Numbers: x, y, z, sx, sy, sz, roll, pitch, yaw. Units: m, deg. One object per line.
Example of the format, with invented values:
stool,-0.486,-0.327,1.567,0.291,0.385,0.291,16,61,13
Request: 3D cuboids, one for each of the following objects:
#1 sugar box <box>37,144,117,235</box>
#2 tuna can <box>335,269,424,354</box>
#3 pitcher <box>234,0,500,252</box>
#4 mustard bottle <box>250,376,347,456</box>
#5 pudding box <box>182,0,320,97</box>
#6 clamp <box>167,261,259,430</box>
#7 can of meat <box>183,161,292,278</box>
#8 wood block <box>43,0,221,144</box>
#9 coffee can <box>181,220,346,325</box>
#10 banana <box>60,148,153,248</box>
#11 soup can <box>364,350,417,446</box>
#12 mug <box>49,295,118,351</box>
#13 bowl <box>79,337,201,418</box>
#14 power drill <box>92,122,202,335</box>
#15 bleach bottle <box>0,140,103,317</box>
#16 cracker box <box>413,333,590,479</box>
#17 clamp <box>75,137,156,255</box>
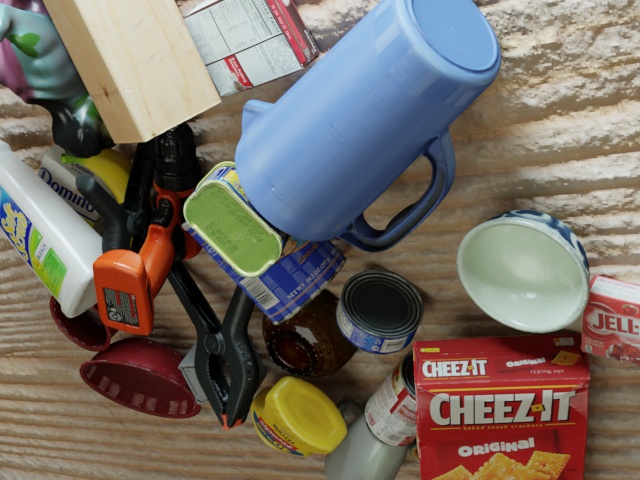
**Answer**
sugar box,-0.305,-0.033,1.283,0.093,0.048,0.176,38,138,4
tuna can,0.059,0.073,1.080,0.086,0.086,0.034,30,138,12
pitcher,0.047,-0.103,0.919,0.149,0.145,0.243,15,143,-30
mustard bottle,-0.036,0.212,1.257,0.096,0.058,0.192,42,159,-2
pudding box,-0.067,-0.190,0.992,0.114,0.039,0.090,-13,114,39
clamp,-0.119,0.109,1.218,0.165,0.036,0.210,7,103,43
can of meat,-0.075,-0.019,0.991,0.102,0.084,0.057,45,103,-7
wood block,-0.188,-0.202,0.997,0.091,0.090,0.206,7,125,60
coffee can,-0.057,0.001,1.092,0.140,0.102,0.103,47,137,-7
banana,-0.222,-0.038,1.208,0.037,0.069,0.197,46,164,54
soup can,0.096,0.171,1.147,0.068,0.068,0.102,37,138,4
mug,-0.276,0.067,1.318,0.093,0.081,0.117,10,129,29
bowl,-0.221,0.168,1.358,0.162,0.055,0.162,13,151,7
power drill,-0.170,-0.010,1.104,0.057,0.187,0.184,12,134,13
bleach bottle,-0.342,-0.032,1.235,0.251,0.068,0.103,45,138,9
cracker box,0.178,0.197,1.062,0.164,0.072,0.214,-3,127,5
clamp,-0.204,-0.034,1.162,0.039,0.120,0.171,25,141,29
